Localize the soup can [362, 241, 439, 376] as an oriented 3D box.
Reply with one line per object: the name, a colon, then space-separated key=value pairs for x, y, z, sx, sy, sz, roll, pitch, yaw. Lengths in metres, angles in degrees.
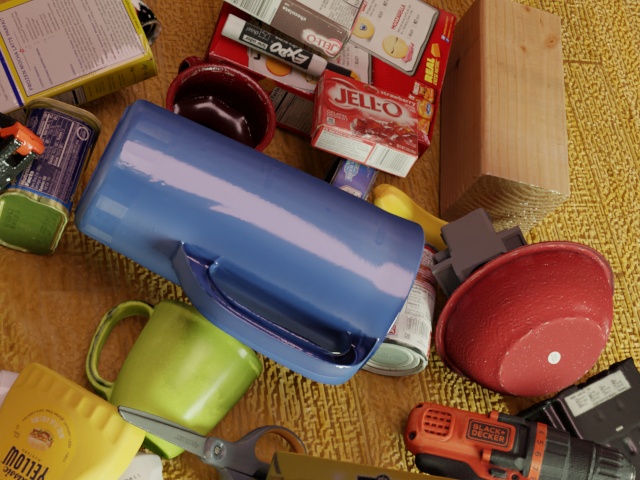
soup can: x=0.063 y=0.055 z=0.899 sx=0.068 sy=0.069 sz=0.102 roll=18 pitch=60 yaw=-14

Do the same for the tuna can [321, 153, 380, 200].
tuna can: x=0.019 y=-0.043 z=0.919 sx=0.033 sy=0.086 sz=0.086 roll=27 pitch=58 yaw=-7

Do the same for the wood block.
wood block: x=0.173 y=-0.120 z=1.019 sx=0.090 sy=0.091 sz=0.206 roll=13 pitch=61 yaw=-16

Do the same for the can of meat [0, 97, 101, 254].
can of meat: x=-0.211 y=-0.045 z=0.815 sx=0.057 sy=0.102 sz=0.084 roll=19 pitch=61 yaw=-14

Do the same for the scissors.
scissors: x=-0.073 y=0.169 z=0.758 sx=0.201 sy=0.016 sz=0.096 roll=15 pitch=72 yaw=-53

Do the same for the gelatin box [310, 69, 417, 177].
gelatin box: x=0.037 y=-0.099 z=0.894 sx=0.089 sy=0.030 sz=0.073 roll=18 pitch=45 yaw=-14

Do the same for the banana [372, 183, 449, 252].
banana: x=0.111 y=-0.007 z=0.941 sx=0.197 sy=0.070 sz=0.037 roll=16 pitch=50 yaw=-31

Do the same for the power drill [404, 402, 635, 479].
power drill: x=0.141 y=0.225 z=0.825 sx=0.184 sy=0.057 sz=0.187 roll=11 pitch=57 yaw=12

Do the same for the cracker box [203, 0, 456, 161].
cracker box: x=0.008 y=-0.174 z=0.989 sx=0.213 sy=0.072 sz=0.164 roll=21 pitch=59 yaw=-11

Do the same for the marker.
marker: x=-0.026 y=-0.160 z=0.914 sx=0.121 sy=0.020 sz=0.020 roll=24 pitch=58 yaw=-9

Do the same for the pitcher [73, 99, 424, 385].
pitcher: x=-0.055 y=0.001 z=0.790 sx=0.242 sy=0.149 sz=0.145 roll=27 pitch=82 yaw=-12

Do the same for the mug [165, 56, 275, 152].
mug: x=-0.098 y=-0.099 z=0.900 sx=0.093 sy=0.082 sz=0.117 roll=-13 pitch=71 yaw=-28

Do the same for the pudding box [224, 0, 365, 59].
pudding box: x=-0.017 y=-0.218 z=0.928 sx=0.113 sy=0.039 sz=0.090 roll=29 pitch=45 yaw=-7

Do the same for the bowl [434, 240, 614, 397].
bowl: x=0.179 y=0.078 z=0.876 sx=0.161 sy=0.162 sz=0.055 roll=2 pitch=39 yaw=-22

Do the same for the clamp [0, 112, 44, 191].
clamp: x=-0.279 y=-0.062 z=0.781 sx=0.172 sy=0.039 sz=0.120 roll=-20 pitch=65 yaw=17

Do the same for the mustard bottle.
mustard bottle: x=-0.204 y=0.184 z=0.708 sx=0.096 sy=0.058 sz=0.191 roll=26 pitch=77 yaw=18

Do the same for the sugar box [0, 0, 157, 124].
sugar box: x=-0.230 y=-0.148 z=0.862 sx=0.176 sy=0.048 sz=0.093 roll=-23 pitch=77 yaw=-8
